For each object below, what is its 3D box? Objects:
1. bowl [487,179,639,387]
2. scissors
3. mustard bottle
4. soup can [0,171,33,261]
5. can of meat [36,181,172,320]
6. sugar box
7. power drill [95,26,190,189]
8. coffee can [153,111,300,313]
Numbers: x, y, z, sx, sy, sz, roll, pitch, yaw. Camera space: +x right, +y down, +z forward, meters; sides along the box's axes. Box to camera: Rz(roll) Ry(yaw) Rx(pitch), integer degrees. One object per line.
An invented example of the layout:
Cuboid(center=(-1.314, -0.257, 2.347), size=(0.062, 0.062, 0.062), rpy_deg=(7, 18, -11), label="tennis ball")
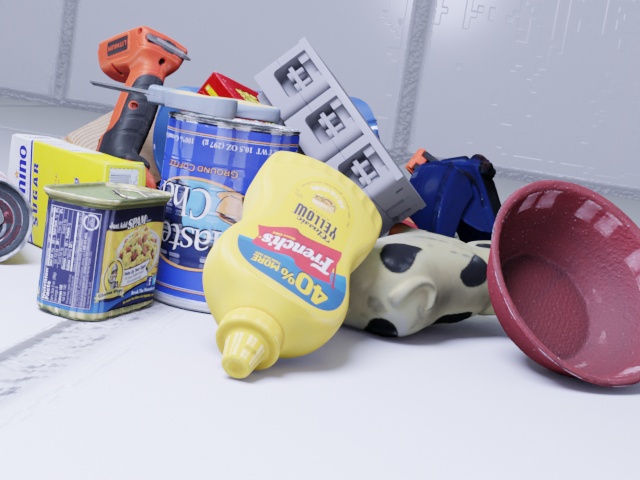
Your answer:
Cuboid(center=(0.179, 0.038, 0.781), size=(0.161, 0.162, 0.055), rpy_deg=(4, -28, -27), label="bowl")
Cuboid(center=(-0.103, -0.109, 0.828), size=(0.096, 0.016, 0.202), rpy_deg=(6, 8, -30), label="scissors")
Cuboid(center=(-0.024, 0.021, 0.697), size=(0.096, 0.058, 0.191), rpy_deg=(35, 38, -7), label="mustard bottle")
Cuboid(center=(-0.278, -0.025, 0.877), size=(0.068, 0.068, 0.102), rpy_deg=(5, 9, -25), label="soup can")
Cuboid(center=(-0.152, 0.005, 0.748), size=(0.057, 0.084, 0.102), rpy_deg=(12, 9, 20), label="can of meat")
Cuboid(center=(-0.219, -0.036, 0.930), size=(0.048, 0.093, 0.177), rpy_deg=(0, 11, -44), label="sugar box")
Cuboid(center=(-0.202, -0.103, 1.026), size=(0.057, 0.187, 0.185), rpy_deg=(24, -18, -39), label="power drill")
Cuboid(center=(-0.075, -0.023, 0.823), size=(0.103, 0.140, 0.103), rpy_deg=(8, 8, -1), label="coffee can")
